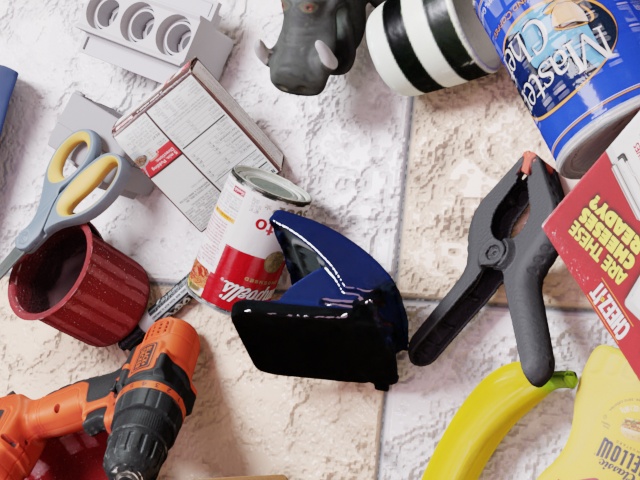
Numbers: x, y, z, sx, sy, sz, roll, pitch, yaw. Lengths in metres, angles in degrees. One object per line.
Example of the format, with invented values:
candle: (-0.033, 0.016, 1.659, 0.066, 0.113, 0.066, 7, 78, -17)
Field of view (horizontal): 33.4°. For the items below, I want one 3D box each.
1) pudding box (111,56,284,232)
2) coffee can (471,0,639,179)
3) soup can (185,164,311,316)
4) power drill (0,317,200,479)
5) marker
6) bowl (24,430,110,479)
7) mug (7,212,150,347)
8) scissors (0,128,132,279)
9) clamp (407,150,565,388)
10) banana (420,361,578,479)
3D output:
pudding box: (-0.098, -0.075, 0.855, 0.090, 0.113, 0.039, -36, 22, 16)
coffee can: (0.178, -0.127, 0.722, 0.103, 0.102, 0.140, -30, 69, 19)
soup can: (-0.055, 0.001, 0.826, 0.069, 0.068, 0.102, 32, 107, 28)
power drill: (-0.184, 0.147, 0.822, 0.188, 0.184, 0.057, -22, 113, 16)
marker: (-0.125, 0.052, 0.891, 0.121, 0.020, 0.020, -41, 66, 15)
bowl: (-0.207, 0.221, 0.856, 0.162, 0.055, 0.162, -26, 28, 15)
mug: (-0.198, 0.029, 0.890, 0.093, 0.081, 0.117, -30, 50, 20)
scissors: (-0.237, -0.018, 0.876, 0.202, 0.016, 0.096, -34, 52, 16)
clamp: (0.134, 0.022, 0.734, 0.120, 0.039, 0.171, 18, 82, 46)
banana: (0.102, 0.155, 0.736, 0.037, 0.069, 0.198, 28, 101, -14)
